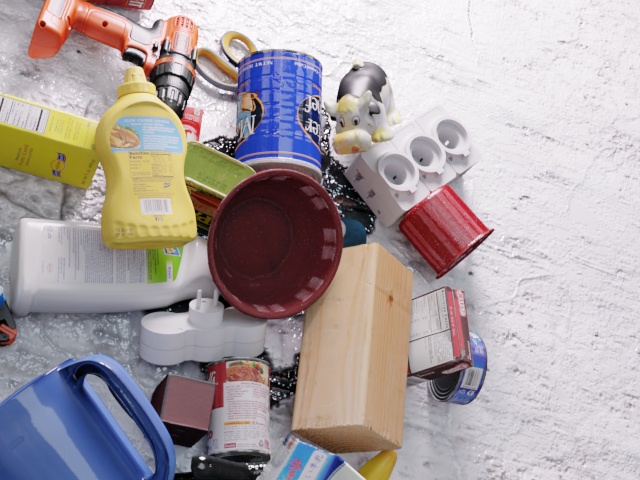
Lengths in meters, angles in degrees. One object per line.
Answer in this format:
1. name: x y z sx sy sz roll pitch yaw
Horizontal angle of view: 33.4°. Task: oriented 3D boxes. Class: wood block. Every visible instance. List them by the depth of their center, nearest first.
1. wood block: 0.038 0.119 1.167 0.090 0.090 0.206 39 49 -47

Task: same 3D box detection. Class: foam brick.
1. foam brick: -0.144 0.175 1.090 0.053 0.078 0.051 14 63 -14

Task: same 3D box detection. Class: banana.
1. banana: 0.007 0.283 1.116 0.197 0.070 0.037 -21 41 -36

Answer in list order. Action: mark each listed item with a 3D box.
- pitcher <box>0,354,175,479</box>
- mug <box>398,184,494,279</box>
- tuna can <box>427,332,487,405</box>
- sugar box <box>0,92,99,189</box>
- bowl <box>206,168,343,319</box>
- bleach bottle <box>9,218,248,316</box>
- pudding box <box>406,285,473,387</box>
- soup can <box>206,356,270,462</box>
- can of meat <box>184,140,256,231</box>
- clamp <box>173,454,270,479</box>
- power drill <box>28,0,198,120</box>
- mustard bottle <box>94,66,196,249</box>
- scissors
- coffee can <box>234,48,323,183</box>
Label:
1. pitcher: -0.208 0.234 1.001 0.144 0.149 0.243 -38 89 -32
2. mug: 0.155 -0.016 1.305 0.081 0.093 0.117 50 32 9
3. tuna can: 0.157 0.145 1.227 0.033 0.086 0.086 13 63 -20
4. sugar box: -0.322 -0.112 1.136 0.176 0.093 0.048 13 63 -17
5. bowl: -0.058 0.001 1.148 0.161 0.055 0.162 -5 100 -28
6. bleach bottle: -0.199 0.036 1.140 0.250 0.068 0.102 6 66 -23
7. pudding box: 0.116 0.111 1.208 0.039 0.114 0.090 19 58 -41
8. soup can: -0.085 0.181 1.118 0.068 0.069 0.102 7 66 -20
9. can of meat: -0.127 -0.059 1.200 0.102 0.084 0.057 25 60 -11
10. clamp: -0.092 0.244 1.083 0.171 0.120 0.039 17 64 -40
11. power drill: -0.232 -0.215 1.220 0.187 0.057 0.184 18 40 -16
12. mustard bottle: -0.186 -0.088 1.113 0.096 0.058 0.191 -2 79 -29
13. scissors: -0.064 -0.191 1.326 0.201 0.016 0.096 30 59 -8
14. coffee can: -0.049 -0.138 1.247 0.102 0.103 0.140 7 73 -20
